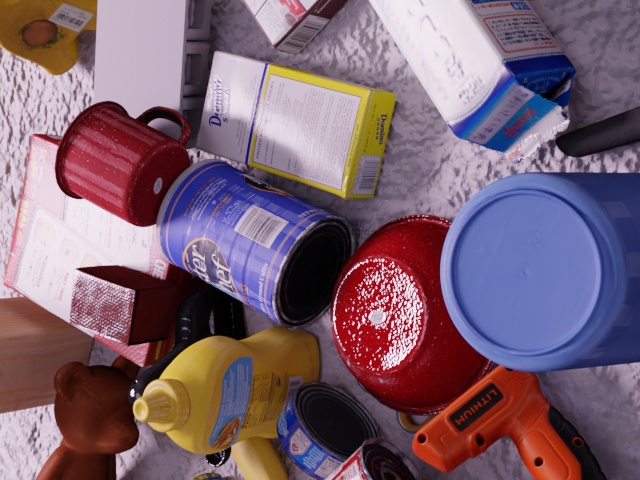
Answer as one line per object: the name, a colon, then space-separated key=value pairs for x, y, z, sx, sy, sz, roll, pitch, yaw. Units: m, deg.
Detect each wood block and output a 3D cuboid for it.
wood block: x=-0.336 y=0.115 z=1.053 sx=0.091 sy=0.205 sz=0.090 roll=24 pitch=105 yaw=33

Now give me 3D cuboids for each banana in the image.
banana: x=-0.077 y=0.189 z=0.973 sx=0.070 sy=0.037 sz=0.198 roll=-44 pitch=67 yaw=26

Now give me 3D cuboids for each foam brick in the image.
foam brick: x=-0.176 y=0.057 z=0.947 sx=0.078 sy=0.051 sz=0.053 roll=17 pitch=103 yaw=32

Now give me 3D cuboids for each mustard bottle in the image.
mustard bottle: x=-0.079 y=0.125 z=0.878 sx=0.058 sy=0.191 sz=0.096 roll=22 pitch=104 yaw=33

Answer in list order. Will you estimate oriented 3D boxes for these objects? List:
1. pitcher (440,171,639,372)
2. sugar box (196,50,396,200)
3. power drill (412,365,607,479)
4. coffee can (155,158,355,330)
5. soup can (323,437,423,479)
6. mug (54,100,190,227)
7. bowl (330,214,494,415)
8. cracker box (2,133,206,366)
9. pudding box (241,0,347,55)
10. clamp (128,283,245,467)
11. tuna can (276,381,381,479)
pitcher: x=0.167 y=0.013 z=0.666 sx=0.149 sy=0.242 sz=0.145 roll=-23 pitch=76 yaw=33
sugar box: x=-0.025 y=-0.102 z=0.922 sx=0.176 sy=0.048 sz=0.093 roll=22 pitch=104 yaw=37
power drill: x=0.152 y=0.193 z=0.755 sx=0.184 sy=0.057 sz=0.188 roll=-37 pitch=64 yaw=-9
coffee can: x=-0.056 y=0.001 z=0.912 sx=0.140 sy=0.102 sz=0.103 roll=26 pitch=106 yaw=32
soup can: x=0.025 y=0.210 z=0.826 sx=0.102 sy=0.068 sz=0.068 roll=-46 pitch=66 yaw=23
mug: x=-0.159 y=-0.070 z=0.923 sx=0.082 sy=0.117 sz=0.093 roll=27 pitch=150 yaw=25
bowl: x=0.061 y=0.058 z=0.838 sx=0.162 sy=0.055 sz=0.162 roll=-3 pitch=85 yaw=40
cracker box: x=-0.205 y=0.004 z=1.039 sx=0.214 sy=0.071 sz=0.164 roll=23 pitch=105 yaw=32
pudding box: x=-0.017 y=-0.231 z=0.916 sx=0.114 sy=0.039 sz=0.090 roll=-42 pitch=68 yaw=27
clamp: x=-0.100 y=0.111 z=0.946 sx=0.039 sy=0.171 sz=0.120 roll=-9 pitch=128 yaw=32
tuna can: x=0.007 y=0.160 z=0.883 sx=0.086 sy=0.085 sz=0.034 roll=49 pitch=119 yaw=24
